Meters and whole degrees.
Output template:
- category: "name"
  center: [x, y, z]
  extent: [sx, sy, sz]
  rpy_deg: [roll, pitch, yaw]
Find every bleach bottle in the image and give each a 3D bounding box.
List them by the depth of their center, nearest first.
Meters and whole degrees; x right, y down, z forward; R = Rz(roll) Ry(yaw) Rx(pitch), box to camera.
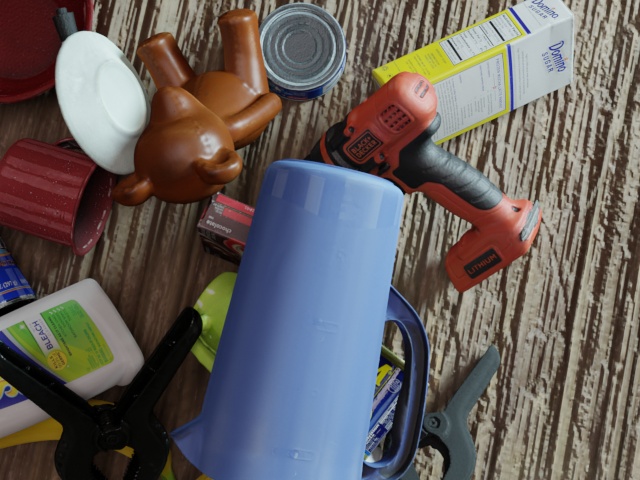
- category: "bleach bottle"
  center: [-0.275, 0.126, 0.872]
  extent: [0.250, 0.068, 0.102]
  rpy_deg: [-28, 81, -33]

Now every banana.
- category: "banana"
  center: [-0.214, 0.171, 0.936]
  extent: [0.198, 0.037, 0.069]
  rpy_deg: [13, 83, 1]

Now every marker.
- category: "marker"
  center: [-0.209, -0.143, 0.931]
  extent: [0.020, 0.020, 0.121]
  rpy_deg: [-16, 96, -3]

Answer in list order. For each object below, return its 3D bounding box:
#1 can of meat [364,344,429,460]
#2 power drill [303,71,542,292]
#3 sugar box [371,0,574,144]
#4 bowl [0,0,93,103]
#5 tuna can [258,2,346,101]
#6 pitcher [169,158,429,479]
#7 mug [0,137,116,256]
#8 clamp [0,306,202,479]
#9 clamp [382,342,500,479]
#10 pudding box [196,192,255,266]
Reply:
- category: "can of meat"
  center: [0.025, 0.122, 0.900]
  extent: [0.102, 0.057, 0.084]
  rpy_deg: [34, 82, 32]
- category: "power drill"
  center: [0.081, -0.039, 0.922]
  extent: [0.187, 0.185, 0.057]
  rpy_deg: [39, 50, -11]
- category: "sugar box"
  center: [0.138, -0.146, 0.949]
  extent: [0.176, 0.093, 0.048]
  rpy_deg: [-26, 57, -5]
- category: "bowl"
  center: [-0.282, -0.197, 0.971]
  extent: [0.162, 0.055, 0.162]
  rpy_deg: [0, 83, -1]
- category: "tuna can"
  center: [-0.019, -0.174, 0.982]
  extent: [0.086, 0.034, 0.086]
  rpy_deg: [0, 83, -1]
- category: "pitcher"
  center: [-0.002, 0.069, 0.807]
  extent: [0.145, 0.149, 0.243]
  rpy_deg: [11, 88, 32]
- category: "mug"
  center: [-0.231, -0.050, 0.944]
  extent: [0.081, 0.093, 0.117]
  rpy_deg: [17, 52, 6]
- category: "clamp"
  center: [-0.183, 0.149, 0.869]
  extent: [0.164, 0.036, 0.210]
  rpy_deg: [-3, 121, -18]
- category: "clamp"
  center: [0.085, 0.156, 0.921]
  extent: [0.120, 0.039, 0.171]
  rpy_deg: [10, 58, 9]
- category: "pudding box"
  center: [-0.056, 0.001, 0.920]
  extent: [0.090, 0.113, 0.039]
  rpy_deg: [24, 80, 2]
